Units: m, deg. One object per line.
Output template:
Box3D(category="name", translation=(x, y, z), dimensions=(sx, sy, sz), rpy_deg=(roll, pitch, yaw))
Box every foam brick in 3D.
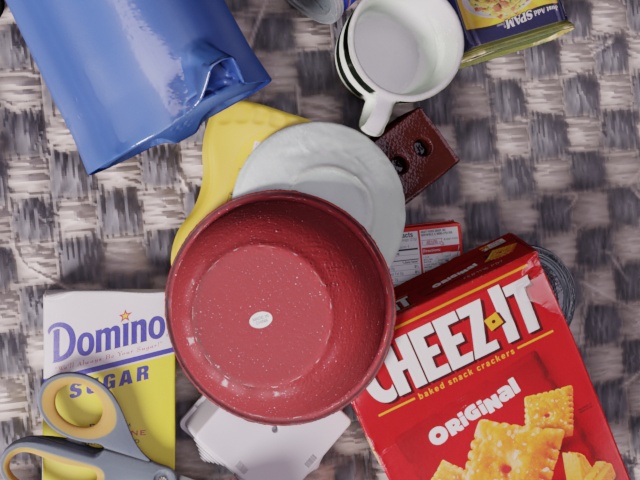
Box3D(category="foam brick", translation=(0.053, -0.055, 0.800), dimensions=(0.078, 0.051, 0.053), rpy_deg=(-39, 98, -11))

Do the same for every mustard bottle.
Box3D(category="mustard bottle", translation=(-0.055, 0.001, 0.770), dimensions=(0.096, 0.058, 0.191), rpy_deg=(16, 85, -15))

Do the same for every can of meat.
Box3D(category="can of meat", translation=(0.132, -0.185, 0.819), dimensions=(0.102, 0.057, 0.084), rpy_deg=(-19, 91, -14))

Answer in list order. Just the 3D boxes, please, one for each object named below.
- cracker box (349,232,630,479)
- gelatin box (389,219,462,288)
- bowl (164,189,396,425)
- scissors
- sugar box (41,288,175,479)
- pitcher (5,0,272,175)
Box3D(category="cracker box", translation=(0.116, 0.127, 0.779), dimensions=(0.164, 0.072, 0.213), rpy_deg=(-26, 104, -3))
Box3D(category="gelatin box", translation=(0.072, 0.031, 0.815), dimensions=(0.073, 0.030, 0.089), rpy_deg=(-6, 92, -12))
Box3D(category="bowl", translation=(-0.033, 0.047, 0.701), dimensions=(0.162, 0.055, 0.162), rpy_deg=(0, 92, 10))
Box3D(category="scissors", translation=(-0.114, 0.143, 0.730), dimensions=(0.201, 0.016, 0.096), rpy_deg=(7, 86, -17))
Box3D(category="sugar box", translation=(-0.149, 0.122, 0.753), dimensions=(0.093, 0.048, 0.176), rpy_deg=(0, 91, -14))
Box3D(category="pitcher", translation=(-0.148, -0.171, 0.685), dimensions=(0.149, 0.145, 0.243), rpy_deg=(-26, 96, 15))
